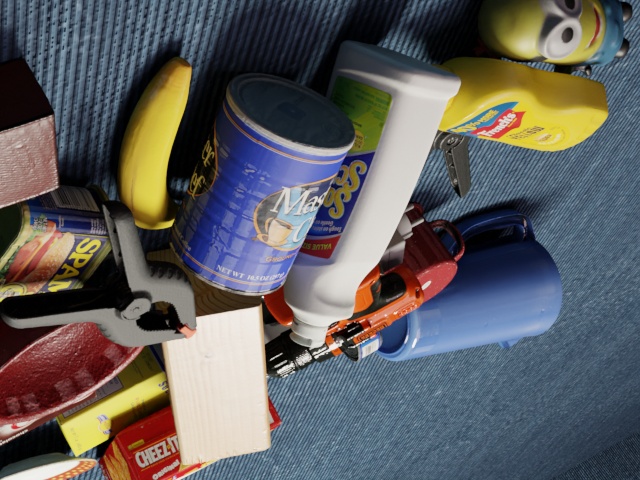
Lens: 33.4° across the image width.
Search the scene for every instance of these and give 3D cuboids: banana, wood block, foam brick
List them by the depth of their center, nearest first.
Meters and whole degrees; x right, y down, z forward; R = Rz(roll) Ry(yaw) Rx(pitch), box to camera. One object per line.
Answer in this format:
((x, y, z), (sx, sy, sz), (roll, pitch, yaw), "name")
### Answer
((-0.202, -0.066, 0.684), (0.051, 0.053, 0.078), (-22, 153, -24), "foam brick")
((-0.126, -0.060, 0.813), (0.069, 0.037, 0.198), (-53, 168, -28), "banana")
((-0.101, 0.107, 0.992), (0.090, 0.090, 0.206), (-9, 135, -10), "wood block")

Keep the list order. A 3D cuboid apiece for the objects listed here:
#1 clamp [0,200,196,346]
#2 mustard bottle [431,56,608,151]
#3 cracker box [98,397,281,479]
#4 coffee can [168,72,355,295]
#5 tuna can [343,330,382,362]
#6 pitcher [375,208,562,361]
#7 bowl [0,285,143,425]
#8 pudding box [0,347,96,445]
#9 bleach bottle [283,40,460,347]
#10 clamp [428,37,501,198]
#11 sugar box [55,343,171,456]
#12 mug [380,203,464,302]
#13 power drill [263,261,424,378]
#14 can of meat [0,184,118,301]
((-0.143, 0.032, 0.805), (0.120, 0.039, 0.171), (-43, 148, 18), "clamp")
((0.152, -0.121, 0.925), (0.191, 0.058, 0.096), (6, 164, -34), "mustard bottle")
((-0.152, 0.222, 1.178), (0.164, 0.072, 0.214), (-23, 171, -22), "cracker box")
((-0.047, -0.043, 0.825), (0.102, 0.103, 0.140), (-7, 133, -45), "coffee can")
((0.034, 0.093, 1.216), (0.033, 0.086, 0.086), (-28, 154, -17), "tuna can")
((0.168, 0.062, 1.294), (0.242, 0.149, 0.145), (-9, 160, -37), "pitcher")
((-0.223, 0.086, 0.894), (0.162, 0.055, 0.162), (-31, 160, -13), "bowl")
((-0.266, 0.139, 0.989), (0.113, 0.039, 0.090), (-25, 153, -20), "pudding box")
((0.027, -0.028, 0.866), (0.067, 0.103, 0.251), (1, 112, -44), "bleach bottle")
((0.106, -0.101, 1.013), (0.164, 0.036, 0.210), (-15, 146, -29), "clamp")
((-0.186, 0.149, 1.097), (0.176, 0.048, 0.093), (-25, 154, -15), "sugar box")
((0.105, 0.015, 1.166), (0.117, 0.081, 0.093), (-22, 153, -23), "mug")
((0.004, 0.065, 1.019), (0.184, 0.057, 0.187), (-31, 160, 2), "power drill")
((-0.213, 0.002, 0.790), (0.083, 0.057, 0.102), (6, 133, -50), "can of meat")
